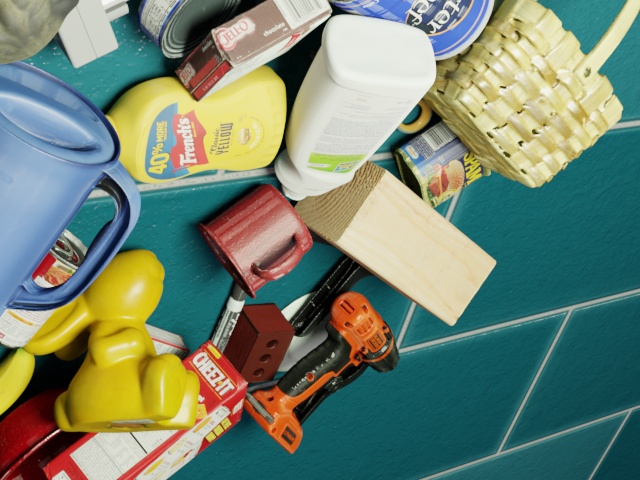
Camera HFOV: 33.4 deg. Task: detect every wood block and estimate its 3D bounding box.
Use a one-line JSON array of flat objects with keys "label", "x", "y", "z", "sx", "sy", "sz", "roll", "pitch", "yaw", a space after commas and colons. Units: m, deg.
[{"label": "wood block", "x": 0.080, "y": -0.002, "z": 1.131, "sx": 0.205, "sy": 0.091, "sz": 0.090, "roll": 36, "pitch": 88, "yaw": -40}]

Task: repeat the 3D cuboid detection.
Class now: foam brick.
[{"label": "foam brick", "x": -0.073, "y": 0.116, "z": 1.199, "sx": 0.052, "sy": 0.051, "sz": 0.078, "roll": -2, "pitch": 129, "yaw": -38}]

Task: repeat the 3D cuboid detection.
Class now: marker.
[{"label": "marker", "x": -0.101, "y": 0.087, "z": 1.174, "sx": 0.020, "sy": 0.020, "sz": 0.121, "roll": -2, "pitch": 129, "yaw": -38}]

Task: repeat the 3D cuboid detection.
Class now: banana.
[{"label": "banana", "x": -0.350, "y": 0.160, "z": 1.035, "sx": 0.197, "sy": 0.037, "sz": 0.069, "roll": -37, "pitch": 125, "yaw": -4}]

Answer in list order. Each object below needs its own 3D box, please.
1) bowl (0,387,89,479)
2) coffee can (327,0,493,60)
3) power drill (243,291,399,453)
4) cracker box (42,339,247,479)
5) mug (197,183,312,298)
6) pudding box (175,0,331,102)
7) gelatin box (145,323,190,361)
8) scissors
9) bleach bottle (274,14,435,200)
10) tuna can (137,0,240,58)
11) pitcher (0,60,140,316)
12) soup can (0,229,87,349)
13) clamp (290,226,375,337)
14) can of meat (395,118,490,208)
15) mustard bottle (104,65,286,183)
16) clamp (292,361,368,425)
[{"label": "bowl", "x": -0.283, "y": 0.199, "z": 1.084, "sx": 0.162, "sy": 0.055, "sz": 0.162, "roll": -38, "pitch": 166, "yaw": -12}, {"label": "coffee can", "x": 0.072, "y": -0.229, "z": 0.929, "sx": 0.140, "sy": 0.103, "sz": 0.103, "roll": 19, "pitch": 115, "yaw": -47}, {"label": "power drill", "x": 0.007, "y": 0.157, "z": 1.235, "sx": 0.187, "sy": 0.057, "sz": 0.184, "roll": -45, "pitch": 148, "yaw": -7}, {"label": "cracker box", "x": -0.183, "y": 0.212, "z": 1.127, "sx": 0.213, "sy": 0.072, "sz": 0.164, "roll": -38, "pitch": 167, "yaw": -19}, {"label": "mug", "x": -0.057, "y": 0.001, "z": 1.050, "sx": 0.081, "sy": 0.117, "sz": 0.093, "roll": -37, "pitch": 123, "yaw": -10}, {"label": "pudding box", "x": -0.056, "y": -0.166, "z": 0.885, "sx": 0.113, "sy": 0.039, "sz": 0.090, "roll": -33, "pitch": -175, "yaw": -29}, {"label": "gelatin box", "x": -0.193, "y": 0.125, "z": 1.128, "sx": 0.073, "sy": 0.030, "sz": 0.089, "roll": -50, "pitch": 141, "yaw": 11}, {"label": "scissors", "x": 0.058, "y": -0.148, "z": 1.070, "sx": 0.201, "sy": 0.016, "sz": 0.096, "roll": -7, "pitch": 132, "yaw": -34}, {"label": "bleach bottle", "x": 0.010, "y": -0.105, "z": 0.980, "sx": 0.102, "sy": 0.068, "sz": 0.251, "roll": 4, "pitch": 154, "yaw": -21}, {"label": "tuna can", "x": -0.105, "y": -0.189, "z": 0.855, "sx": 0.086, "sy": 0.034, "sz": 0.086, "roll": -41, "pitch": 168, "yaw": -11}, {"label": "pitcher", "x": -0.264, "y": -0.009, "z": 0.848, "sx": 0.144, "sy": 0.149, "sz": 0.243, "roll": 13, "pitch": 123, "yaw": -45}, {"label": "soup can", "x": -0.260, "y": 0.039, "z": 0.957, "sx": 0.102, "sy": 0.069, "sz": 0.068, "roll": -47, "pitch": 142, "yaw": 11}, {"label": "clamp", "x": 0.043, "y": 0.004, "z": 1.194, "sx": 0.209, "sy": 0.036, "sz": 0.164, "roll": -29, "pitch": 135, "yaw": -17}, {"label": "can of meat", "x": 0.131, "y": -0.086, "z": 1.150, "sx": 0.084, "sy": 0.057, "sz": 0.102, "roll": -33, "pitch": 154, "yaw": -4}, {"label": "mustard bottle", "x": -0.126, "y": -0.098, "z": 0.936, "sx": 0.191, "sy": 0.058, "sz": 0.096, "roll": -12, "pitch": 135, "yaw": -30}, {"label": "clamp", "x": 0.003, "y": 0.171, "z": 1.322, "sx": 0.171, "sy": 0.039, "sz": 0.120, "roll": -42, "pitch": 160, "yaw": -4}]
